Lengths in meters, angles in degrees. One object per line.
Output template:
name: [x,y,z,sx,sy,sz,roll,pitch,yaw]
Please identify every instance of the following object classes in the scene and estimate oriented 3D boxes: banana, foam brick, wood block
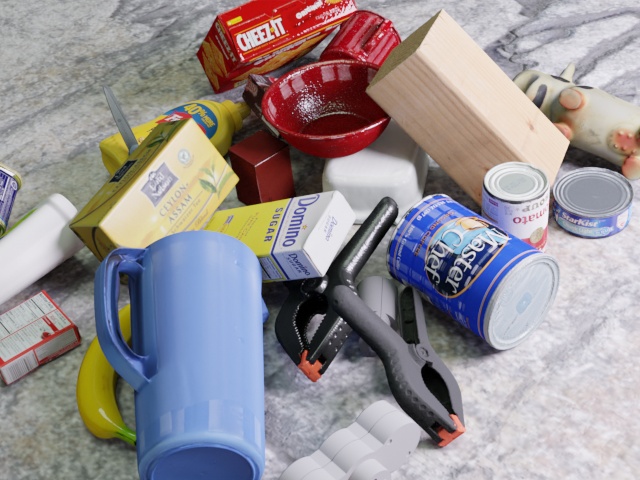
banana: [-0.201,0.125,1.052,0.069,0.037,0.198,8,41,-8]
foam brick: [-0.067,-0.078,1.231,0.052,0.078,0.051,-33,48,-27]
wood block: [0.161,-0.135,1.158,0.090,0.206,0.090,-34,17,44]

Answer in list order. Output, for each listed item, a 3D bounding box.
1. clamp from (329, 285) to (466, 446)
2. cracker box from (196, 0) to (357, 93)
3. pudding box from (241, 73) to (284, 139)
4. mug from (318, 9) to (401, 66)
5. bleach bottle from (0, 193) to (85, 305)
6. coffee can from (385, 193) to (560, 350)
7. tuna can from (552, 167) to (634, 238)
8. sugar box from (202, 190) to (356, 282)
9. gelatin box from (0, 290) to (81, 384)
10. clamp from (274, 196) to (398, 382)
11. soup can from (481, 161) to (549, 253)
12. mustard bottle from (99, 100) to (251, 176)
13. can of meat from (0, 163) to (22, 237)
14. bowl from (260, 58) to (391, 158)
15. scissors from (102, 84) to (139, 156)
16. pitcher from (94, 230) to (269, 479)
clamp: [0.074,0.106,0.976,0.120,0.039,0.171,6,46,-37]
cracker box: [-0.061,-0.263,1.356,0.164,0.072,0.214,-27,5,-13]
pudding box: [-0.035,-0.163,1.329,0.089,0.039,0.114,3,34,-33]
mug: [0.055,-0.244,1.384,0.093,0.117,0.081,41,54,-10]
bleach bottle: [-0.359,0.053,1.117,0.250,0.068,0.103,-44,10,-33]
coffee can: [0.149,0.029,1.053,0.102,0.103,0.140,-32,46,-26]
tuna can: [0.296,-0.041,1.163,0.086,0.034,0.086,-5,41,4]
sugar box: [-0.057,0.001,1.111,0.177,0.048,0.093,-11,36,39]
gelatin box: [-0.303,0.099,1.100,0.089,0.030,0.073,-31,44,-24]
clamp: [-0.008,0.052,1.080,0.165,0.036,0.210,-16,42,32]
soup can: [0.201,-0.022,1.104,0.068,0.102,0.068,-4,40,3]
mustard bottle: [-0.168,-0.125,1.317,0.191,0.058,0.096,-29,50,-24]
can of meat: [-0.391,-0.028,1.214,0.102,0.057,0.084,-40,33,31]
bowl: [0.015,-0.142,1.214,0.162,0.055,0.162,-5,40,4]
scissors: [-0.194,-0.095,1.248,0.096,0.016,0.202,-5,70,-20]
pitcher: [-0.121,0.112,0.975,0.149,0.145,0.243,-9,43,0]
